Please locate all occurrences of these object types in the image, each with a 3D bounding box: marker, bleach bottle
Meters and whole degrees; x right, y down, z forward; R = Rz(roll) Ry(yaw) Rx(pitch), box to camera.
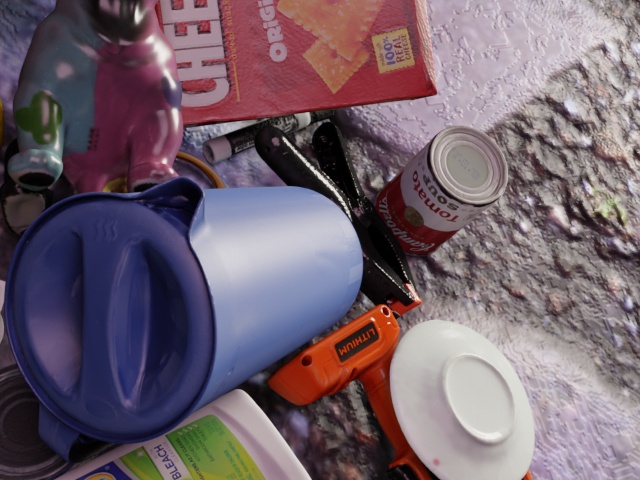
[{"bbox_3d":[-0.038,-0.089,0.843,0.120,0.020,0.020,-25,79,-28],"label":"marker"},{"bbox_3d":[-0.131,0.182,0.618,0.250,0.068,0.103,-24,54,-25],"label":"bleach bottle"}]

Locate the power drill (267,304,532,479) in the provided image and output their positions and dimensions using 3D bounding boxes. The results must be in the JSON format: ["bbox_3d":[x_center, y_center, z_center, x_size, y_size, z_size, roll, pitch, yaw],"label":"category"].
[{"bbox_3d":[0.046,0.151,0.737,0.184,0.057,0.188,-29,82,-44],"label":"power drill"}]

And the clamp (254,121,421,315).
[{"bbox_3d":[0.015,-0.020,0.794,0.120,0.039,0.171,-6,62,-56],"label":"clamp"}]

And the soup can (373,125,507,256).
[{"bbox_3d":[0.092,-0.037,0.824,0.068,0.102,0.068,8,65,-19],"label":"soup can"}]

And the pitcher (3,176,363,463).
[{"bbox_3d":[-0.071,0.036,0.658,0.242,0.149,0.145,-15,91,-65],"label":"pitcher"}]

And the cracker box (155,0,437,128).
[{"bbox_3d":[-0.029,-0.175,0.799,0.213,0.072,0.164,-8,95,-13],"label":"cracker box"}]

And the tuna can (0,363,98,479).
[{"bbox_3d":[-0.182,0.120,0.670,0.086,0.034,0.086,1,55,-2],"label":"tuna can"}]
